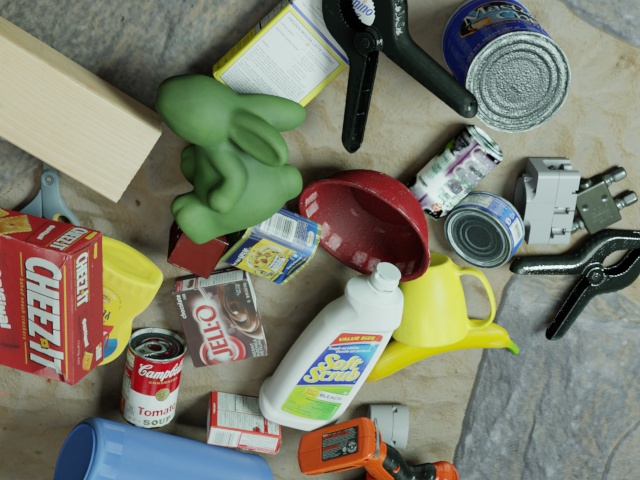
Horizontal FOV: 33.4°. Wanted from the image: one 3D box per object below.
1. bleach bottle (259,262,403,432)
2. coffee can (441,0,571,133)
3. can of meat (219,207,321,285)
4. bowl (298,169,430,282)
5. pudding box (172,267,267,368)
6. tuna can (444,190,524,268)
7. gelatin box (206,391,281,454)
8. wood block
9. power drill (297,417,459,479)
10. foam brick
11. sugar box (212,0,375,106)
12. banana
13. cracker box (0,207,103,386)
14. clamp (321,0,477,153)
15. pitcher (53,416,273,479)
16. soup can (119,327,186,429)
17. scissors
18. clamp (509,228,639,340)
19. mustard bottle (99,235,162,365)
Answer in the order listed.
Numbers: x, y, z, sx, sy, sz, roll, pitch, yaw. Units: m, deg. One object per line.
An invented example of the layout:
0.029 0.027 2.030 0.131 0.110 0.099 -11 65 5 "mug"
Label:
0.019 0.119 1.231 0.102 0.068 0.251 17 129 -15 "bleach bottle"
0.184 -0.181 1.076 0.102 0.140 0.103 -2 118 -3 "coffee can"
-0.058 0.001 1.185 0.083 0.057 0.102 23 147 -18 "can of meat"
0.058 -0.027 1.170 0.162 0.055 0.162 25 150 15 "bowl"
-0.117 0.091 1.253 0.090 0.039 0.113 -11 117 2 "pudding box"
0.183 -0.011 1.199 0.086 0.033 0.086 22 135 24 "tuna can"
-0.093 0.222 1.305 0.089 0.073 0.030 11 117 -10 "gelatin box"
-0.274 -0.137 1.091 0.206 0.090 0.091 31 102 -18 "wood block"
0.054 0.288 1.318 0.185 0.057 0.187 -23 140 26 "power drill"
-0.136 -0.004 1.182 0.051 0.078 0.053 24 113 -17 "foam brick"
-0.019 -0.202 1.106 0.176 0.048 0.093 -41 113 12 "sugar box"
0.144 0.130 1.293 0.198 0.037 0.069 -9 117 1 "banana"
-0.345 0.051 1.158 0.214 0.072 0.164 14 118 17 "cracker box"
0.063 -0.193 1.033 0.165 0.036 0.210 -4 108 40 "clamp"
-0.191 0.291 1.266 0.242 0.145 0.149 25 120 -32 "pitcher"
-0.201 0.164 1.270 0.068 0.068 0.102 8 117 -8 "soup can"
-0.315 -0.059 1.176 0.096 0.016 0.202 -8 112 6 "scissors"
0.309 0.032 1.253 0.171 0.039 0.120 -38 118 8 "clamp"
-0.259 0.087 1.216 0.096 0.058 0.192 30 123 -7 "mustard bottle"
